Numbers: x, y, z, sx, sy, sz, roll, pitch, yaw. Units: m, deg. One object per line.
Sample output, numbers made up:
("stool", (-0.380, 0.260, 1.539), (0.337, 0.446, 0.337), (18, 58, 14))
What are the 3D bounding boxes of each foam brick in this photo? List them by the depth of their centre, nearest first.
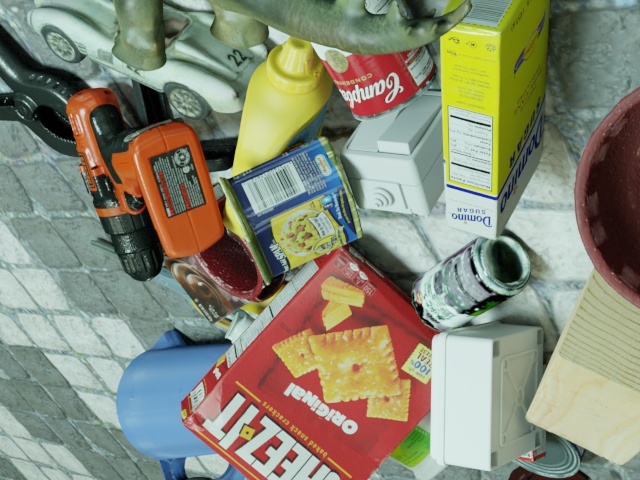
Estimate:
("foam brick", (0.220, 0.253, 1.065), (0.051, 0.053, 0.078), (35, 145, -1))

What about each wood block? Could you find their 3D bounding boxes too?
("wood block", (0.218, 0.091, 0.783), (0.090, 0.090, 0.206), (25, 163, 13))

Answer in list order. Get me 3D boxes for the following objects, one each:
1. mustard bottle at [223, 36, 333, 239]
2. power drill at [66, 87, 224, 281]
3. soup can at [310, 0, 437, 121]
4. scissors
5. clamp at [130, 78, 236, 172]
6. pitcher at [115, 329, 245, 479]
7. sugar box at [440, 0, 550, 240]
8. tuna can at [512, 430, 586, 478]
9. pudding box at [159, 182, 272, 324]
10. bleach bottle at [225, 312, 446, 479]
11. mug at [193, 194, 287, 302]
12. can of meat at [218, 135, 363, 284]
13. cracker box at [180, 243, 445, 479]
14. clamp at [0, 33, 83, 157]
("mustard bottle", (-0.030, -0.085, 0.821), (0.058, 0.096, 0.192), (31, 146, 10))
("power drill", (-0.150, -0.037, 0.910), (0.188, 0.057, 0.184), (15, 127, 58))
("soup can", (0.028, -0.142, 0.730), (0.069, 0.068, 0.102), (-5, 129, 43))
("scissors", (-0.157, 0.034, 1.145), (0.202, 0.016, 0.096), (33, 144, 1))
("clamp", (-0.145, -0.088, 0.968), (0.120, 0.039, 0.172), (55, 146, 0))
("pitcher", (-0.107, 0.183, 1.164), (0.243, 0.144, 0.149), (-14, 119, 49))
("sugar box", (0.115, -0.093, 0.695), (0.048, 0.093, 0.176), (16, 143, 25))
("tuna can", (0.209, 0.184, 1.007), (0.086, 0.033, 0.086), (22, 144, 17))
("pudding box", (-0.101, 0.013, 1.019), (0.090, 0.039, 0.113), (-32, 101, 37))
("bleach bottle", (0.022, 0.143, 1.044), (0.250, 0.068, 0.103), (27, 136, -7))
("mug", (-0.056, 0.001, 0.947), (0.093, 0.081, 0.117), (16, 134, 41))
("can of meat", (-0.020, -0.022, 0.790), (0.102, 0.084, 0.057), (71, 173, -61))
("cracker box", (0.005, 0.127, 0.956), (0.164, 0.214, 0.072), (41, -178, -11))
("clamp", (-0.279, -0.132, 1.026), (0.210, 0.036, 0.165), (34, 146, 4))
